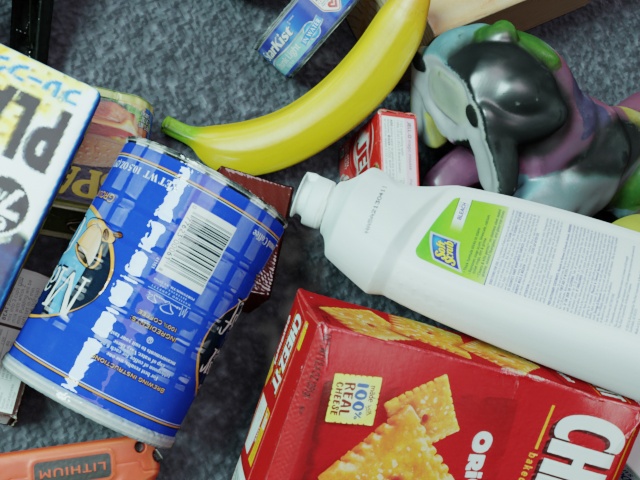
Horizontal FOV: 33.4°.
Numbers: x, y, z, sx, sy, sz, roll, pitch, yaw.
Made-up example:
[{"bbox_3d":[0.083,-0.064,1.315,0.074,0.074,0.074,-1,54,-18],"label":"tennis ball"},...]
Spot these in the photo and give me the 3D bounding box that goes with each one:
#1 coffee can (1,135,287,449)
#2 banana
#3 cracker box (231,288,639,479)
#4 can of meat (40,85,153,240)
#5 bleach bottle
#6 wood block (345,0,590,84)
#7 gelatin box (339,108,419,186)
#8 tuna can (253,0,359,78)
[{"bbox_3d":[-0.095,0.028,0.587,0.102,0.103,0.140,29,82,-11],"label":"coffee can"},{"bbox_3d":[-0.005,-0.092,0.691,0.069,0.198,0.037,53,16,-34],"label":"banana"},{"bbox_3d":[0.064,0.138,0.639,0.213,0.072,0.164,16,102,-15],"label":"cracker box"},{"bbox_3d":[-0.156,-0.049,0.657,0.102,0.058,0.084,11,69,-17],"label":"can of meat"},{"bbox_3d":[0.106,0.011,0.637,0.251,0.068,0.102,21,55,4],"label":"bleach bottle"},{"bbox_3d":[0.124,-0.200,0.785,0.205,0.091,0.090,-26,84,-24],"label":"wood block"},{"bbox_3d":[0.038,-0.034,0.715,0.030,0.073,0.089,4,74,-19],"label":"gelatin box"},{"bbox_3d":[-0.005,-0.152,0.725,0.033,0.086,0.086,41,65,-7],"label":"tuna can"}]
